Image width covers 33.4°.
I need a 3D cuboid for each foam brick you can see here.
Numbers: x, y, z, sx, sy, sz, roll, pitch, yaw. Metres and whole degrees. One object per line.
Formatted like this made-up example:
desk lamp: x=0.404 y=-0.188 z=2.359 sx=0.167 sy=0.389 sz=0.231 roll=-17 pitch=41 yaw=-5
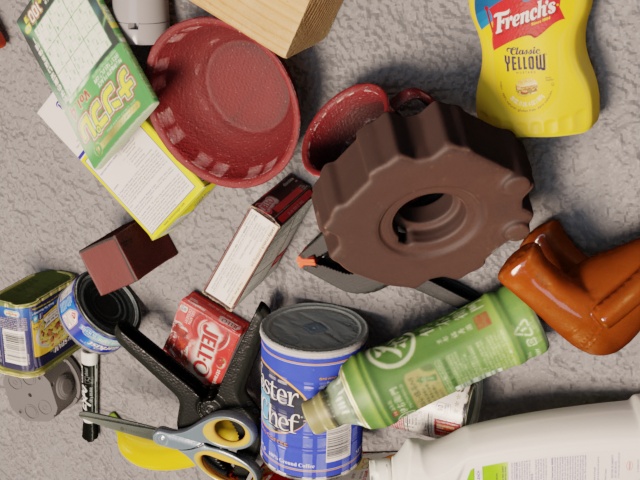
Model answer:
foam brick: x=-0.193 y=0.012 z=1.076 sx=0.051 sy=0.078 sz=0.053 roll=-22 pitch=99 yaw=31

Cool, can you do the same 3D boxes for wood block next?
wood block: x=-0.081 y=-0.251 z=0.908 sx=0.206 sy=0.090 sz=0.090 roll=32 pitch=120 yaw=9

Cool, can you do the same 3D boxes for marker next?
marker: x=-0.261 y=0.176 z=1.207 sx=0.020 sy=0.020 sz=0.121 roll=14 pitch=116 yaw=19

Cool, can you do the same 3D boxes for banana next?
banana: x=-0.152 y=0.216 z=1.164 sx=0.198 sy=0.037 sz=0.069 roll=-11 pitch=106 yaw=27

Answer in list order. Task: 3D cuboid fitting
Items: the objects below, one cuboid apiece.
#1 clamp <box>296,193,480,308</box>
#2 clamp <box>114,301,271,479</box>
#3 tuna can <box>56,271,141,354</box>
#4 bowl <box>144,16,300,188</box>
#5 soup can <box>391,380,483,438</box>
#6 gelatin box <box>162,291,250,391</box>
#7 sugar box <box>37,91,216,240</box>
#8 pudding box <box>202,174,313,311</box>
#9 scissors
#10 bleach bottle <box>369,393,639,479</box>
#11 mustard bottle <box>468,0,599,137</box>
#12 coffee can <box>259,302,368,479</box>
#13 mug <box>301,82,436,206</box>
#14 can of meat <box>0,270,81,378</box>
clamp: x=0.065 y=0.019 z=0.983 sx=0.172 sy=0.039 sz=0.120 roll=-13 pitch=100 yaw=25
clamp: x=-0.119 y=0.160 z=1.087 sx=0.165 sy=0.036 sz=0.210 roll=-1 pitch=111 yaw=14
tuna can: x=-0.229 y=0.074 z=1.112 sx=0.034 sy=0.086 sz=0.086 roll=-38 pitch=92 yaw=30
bowl: x=-0.079 y=-0.131 z=0.971 sx=0.162 sy=0.055 sz=0.162 roll=14 pitch=122 yaw=23
soup can: x=0.095 y=0.148 z=1.005 sx=0.102 sy=0.068 sz=0.068 roll=10 pitch=114 yaw=20
gelatin box: x=-0.121 y=0.107 z=1.109 sx=0.073 sy=0.030 sz=0.089 roll=30 pitch=120 yaw=10
sugar box: x=-0.187 y=-0.095 z=1.048 sx=0.176 sy=0.048 sz=0.093 roll=49 pitch=121 yaw=4
pudding box: x=-0.057 y=0.001 z=1.001 sx=0.039 sy=0.089 sz=0.114 roll=34 pitch=121 yaw=8
scissors: x=-0.147 y=0.187 z=1.078 sx=0.202 sy=0.016 sz=0.096 roll=25 pitch=119 yaw=6
bleach bottle: x=0.168 y=0.194 z=0.942 sx=0.251 sy=0.068 sz=0.102 roll=-4 pitch=116 yaw=3
mustard bottle: x=0.167 y=-0.180 z=0.844 sx=0.096 sy=0.058 sz=0.191 roll=3 pitch=112 yaw=29
coffee can: x=-0.007 y=0.145 z=1.030 sx=0.103 sy=0.102 sz=0.140 roll=10 pitch=115 yaw=20
mug: x=0.053 y=-0.082 z=0.910 sx=0.117 sy=0.093 sz=0.081 roll=-42 pitch=129 yaw=14
can of meat: x=-0.302 y=0.087 z=1.143 sx=0.057 sy=0.102 sz=0.084 roll=9 pitch=112 yaw=21
